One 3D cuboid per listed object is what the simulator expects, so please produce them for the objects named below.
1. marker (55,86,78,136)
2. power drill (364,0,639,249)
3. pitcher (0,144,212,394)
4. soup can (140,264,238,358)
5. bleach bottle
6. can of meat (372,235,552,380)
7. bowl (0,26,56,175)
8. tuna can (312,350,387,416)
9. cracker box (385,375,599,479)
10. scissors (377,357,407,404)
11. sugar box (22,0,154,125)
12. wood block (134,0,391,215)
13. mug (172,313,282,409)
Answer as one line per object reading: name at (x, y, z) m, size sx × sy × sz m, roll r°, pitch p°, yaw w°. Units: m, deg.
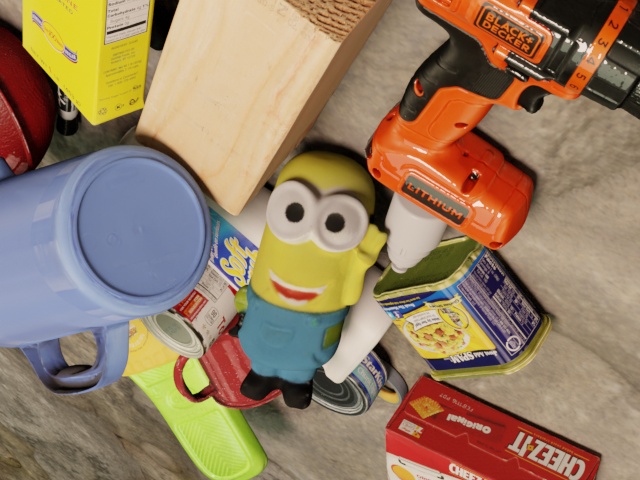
marker at (-0.204, -0.121, 0.864) m, size 0.020 × 0.020 × 0.121 m, roll 35°, pitch 150°, yaw 4°
power drill at (0.110, -0.071, 0.575) m, size 0.184 × 0.057 × 0.188 m, roll 34°, pitch 148°, yaw 6°
pitcher at (-0.174, 0.016, 0.749) m, size 0.149 × 0.145 × 0.243 m, roll 36°, pitch 155°, yaw -26°
soup can at (-0.096, 0.039, 0.891) m, size 0.068 × 0.102 × 0.068 m, roll 26°, pitch 148°, yaw 18°
bleach bottle at (-0.055, 0.001, 0.837) m, size 0.251 × 0.068 × 0.103 m, roll 37°, pitch 144°, yaw 3°
can of meat at (0.096, 0.048, 0.750) m, size 0.084 × 0.057 × 0.102 m, roll 50°, pitch 147°, yaw -17°
bowl at (-0.267, -0.123, 0.874) m, size 0.162 × 0.055 × 0.162 m, roll 36°, pitch 148°, yaw 27°
tuna can at (0.012, 0.112, 0.914) m, size 0.086 × 0.033 × 0.086 m, roll 25°, pitch 147°, yaw 17°
cracker box at (0.145, 0.226, 0.931) m, size 0.164 × 0.072 × 0.214 m, roll 23°, pitch 146°, yaw 22°
scissors at (0.017, 0.081, 0.918) m, size 0.096 × 0.016 × 0.201 m, roll 12°, pitch 142°, yaw 33°
sugar box at (-0.138, -0.165, 0.632) m, size 0.093 × 0.048 × 0.176 m, roll 45°, pitch 145°, yaw 26°
wood block at (-0.034, -0.112, 0.630) m, size 0.090 × 0.090 × 0.206 m, roll 37°, pitch 150°, yaw -1°
mug at (-0.081, 0.095, 0.946) m, size 0.093 × 0.117 × 0.081 m, roll 31°, pitch 151°, yaw 51°
